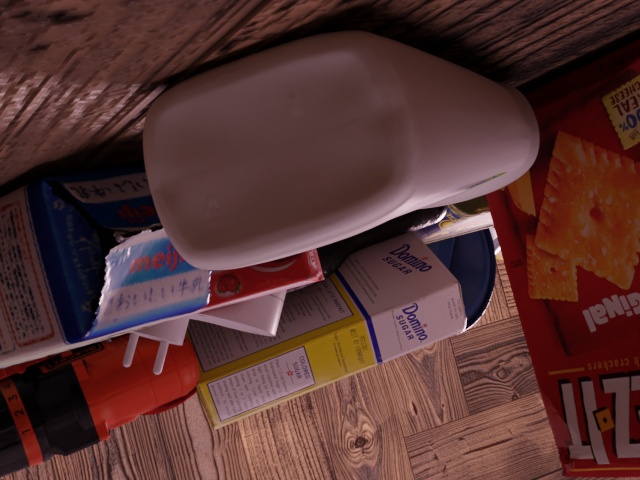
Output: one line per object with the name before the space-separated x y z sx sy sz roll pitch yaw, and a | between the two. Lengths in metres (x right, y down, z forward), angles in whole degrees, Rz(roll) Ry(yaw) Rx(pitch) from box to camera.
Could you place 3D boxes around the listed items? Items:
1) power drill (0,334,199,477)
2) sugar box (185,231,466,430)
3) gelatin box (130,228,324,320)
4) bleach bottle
power drill | -0.182 0.094 0.666 0.184 0.057 0.188 -19 -168 -20
sugar box | -0.002 0.054 0.700 0.176 0.048 0.093 -18 -151 -8
gelatin box | -0.050 -0.004 0.538 0.089 0.073 0.030 -15 175 13
bleach bottle | 0.032 -0.038 0.460 0.103 0.068 0.250 -16 178 23
